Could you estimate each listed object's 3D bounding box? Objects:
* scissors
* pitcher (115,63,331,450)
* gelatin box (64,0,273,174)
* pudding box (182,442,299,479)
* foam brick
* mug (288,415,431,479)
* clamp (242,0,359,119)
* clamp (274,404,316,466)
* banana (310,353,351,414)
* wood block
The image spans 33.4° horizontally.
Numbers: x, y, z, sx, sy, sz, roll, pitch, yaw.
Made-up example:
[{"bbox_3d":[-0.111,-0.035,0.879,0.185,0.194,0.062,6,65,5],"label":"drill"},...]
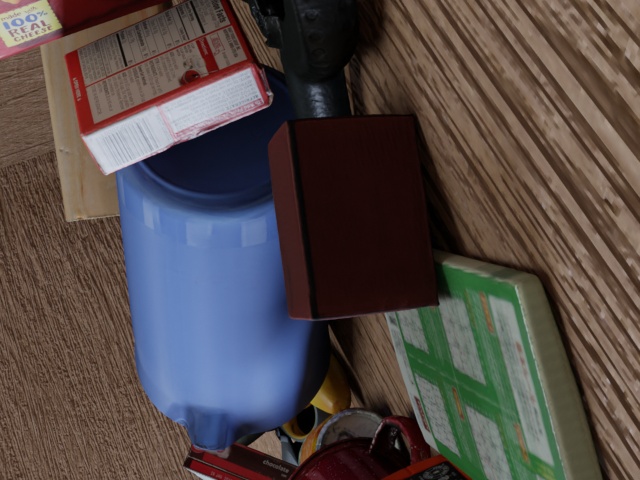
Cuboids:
[{"bbox_3d":[-0.042,0.130,0.891,0.202,0.016,0.096,-21,73,62],"label":"scissors"},{"bbox_3d":[-0.054,0.001,0.637,0.149,0.144,0.243,50,157,26],"label":"pitcher"},{"bbox_3d":[-0.075,-0.078,0.515,0.073,0.089,0.030,-114,1,-46],"label":"gelatin box"},{"bbox_3d":[-0.056,0.196,0.886,0.090,0.039,0.113,19,161,15],"label":"pudding box"},{"bbox_3d":[0.011,-0.009,0.430,0.053,0.051,0.078,164,98,-78],"label":"foam brick"},{"bbox_3d":[0.035,0.154,0.584,0.082,0.093,0.117,27,100,67],"label":"mug"},{"bbox_3d":[-0.006,-0.088,0.450,0.120,0.039,0.171,62,175,2],"label":"clamp"},{"bbox_3d":[-0.030,0.151,0.960,0.210,0.036,0.164,154,95,-76],"label":"clamp"},{"bbox_3d":[-0.027,0.104,0.799,0.198,0.037,0.069,-27,65,59],"label":"banana"},{"bbox_3d":[-0.149,-0.126,0.774,0.091,0.090,0.206,-111,15,-81],"label":"wood block"}]
